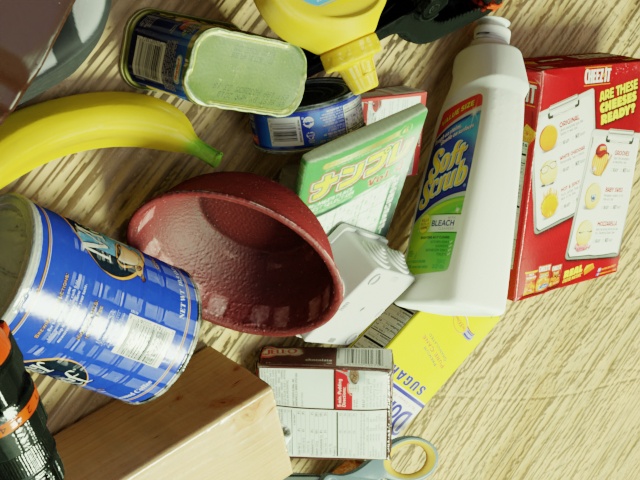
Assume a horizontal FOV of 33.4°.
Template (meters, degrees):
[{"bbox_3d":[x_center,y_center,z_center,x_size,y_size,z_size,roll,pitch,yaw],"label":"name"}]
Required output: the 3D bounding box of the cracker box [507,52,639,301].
[{"bbox_3d":[0.222,-0.064,1.005,0.163,0.072,0.214,-12,113,-39],"label":"cracker box"}]

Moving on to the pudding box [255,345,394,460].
[{"bbox_3d":[0.004,0.136,0.887,0.113,0.039,0.090,2,113,4],"label":"pudding box"}]

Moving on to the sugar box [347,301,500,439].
[{"bbox_3d":[0.082,0.101,0.971,0.176,0.048,0.093,-48,131,-16],"label":"sugar box"}]

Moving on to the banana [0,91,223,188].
[{"bbox_3d":[-0.158,-0.066,0.691,0.197,0.070,0.037,-14,136,-37],"label":"banana"}]

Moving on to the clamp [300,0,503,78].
[{"bbox_3d":[0.069,-0.185,0.829,0.165,0.036,0.209,-47,158,29],"label":"clamp"}]

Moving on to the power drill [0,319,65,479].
[{"bbox_3d":[-0.258,0.100,0.620,0.187,0.057,0.184,-14,120,3],"label":"power drill"}]

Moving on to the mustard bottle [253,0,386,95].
[{"bbox_3d":[-0.007,-0.187,0.699,0.096,0.058,0.191,-28,98,-31],"label":"mustard bottle"}]

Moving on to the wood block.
[{"bbox_3d":[-0.134,0.176,0.792,0.205,0.090,0.091,-30,124,-28],"label":"wood block"}]

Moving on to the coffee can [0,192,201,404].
[{"bbox_3d":[-0.164,0.042,0.705,0.140,0.103,0.103,28,88,-43],"label":"coffee can"}]

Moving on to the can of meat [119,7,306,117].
[{"bbox_3d":[-0.072,-0.120,0.730,0.101,0.084,0.057,2,105,-40],"label":"can of meat"}]

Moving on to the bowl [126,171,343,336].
[{"bbox_3d":[-0.055,0.001,0.769,0.162,0.162,0.055,55,41,-39],"label":"bowl"}]

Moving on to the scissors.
[{"bbox_3d":[0.021,0.197,0.932,0.201,0.016,0.096,25,81,-14],"label":"scissors"}]

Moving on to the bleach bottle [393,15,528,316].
[{"bbox_3d":[0.125,-0.064,0.903,0.068,0.103,0.251,13,81,-28],"label":"bleach bottle"}]

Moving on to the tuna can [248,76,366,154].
[{"bbox_3d":[-0.011,-0.094,0.789,0.086,0.086,0.034,-24,116,-31],"label":"tuna can"}]

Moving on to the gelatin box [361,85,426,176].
[{"bbox_3d":[0.043,-0.086,0.875,0.089,0.030,0.073,-11,115,-36],"label":"gelatin box"}]
